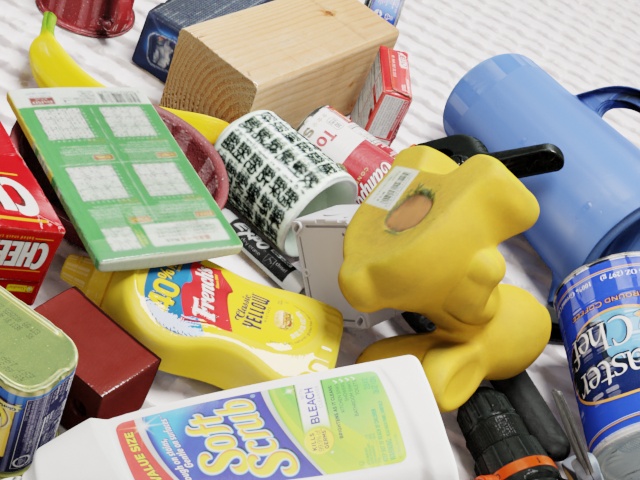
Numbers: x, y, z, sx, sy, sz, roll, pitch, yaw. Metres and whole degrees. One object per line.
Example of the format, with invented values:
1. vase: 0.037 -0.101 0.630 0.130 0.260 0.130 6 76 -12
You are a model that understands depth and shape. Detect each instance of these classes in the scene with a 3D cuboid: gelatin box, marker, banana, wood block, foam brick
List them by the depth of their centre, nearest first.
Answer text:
1. foam brick: -0.149 0.078 0.662 0.078 0.053 0.051 37 40 15
2. marker: -0.055 0.001 0.824 0.121 0.020 0.020 41 41 18
3. banana: -0.167 -0.116 0.866 0.198 0.037 0.069 33 78 7
4. wood block: -0.033 -0.153 0.952 0.091 0.090 0.205 40 41 19
5. gelatin box: 0.053 -0.118 0.958 0.030 0.089 0.073 15 40 -13

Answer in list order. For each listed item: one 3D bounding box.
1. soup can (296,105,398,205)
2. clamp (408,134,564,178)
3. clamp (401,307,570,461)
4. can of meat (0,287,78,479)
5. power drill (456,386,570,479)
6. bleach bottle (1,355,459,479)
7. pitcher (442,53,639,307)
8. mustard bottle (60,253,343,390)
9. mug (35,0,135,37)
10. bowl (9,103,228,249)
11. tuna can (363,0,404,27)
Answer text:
1. soup can: 0.027 -0.059 0.896 0.102 0.069 0.068 37 40 15
2. clamp: 0.116 -0.045 0.910 0.120 0.039 0.172 -42 26 -16
3. clamp: 0.134 0.061 0.843 0.210 0.036 0.164 38 40 11
4. can of meat: -0.193 0.077 0.614 0.102 0.084 0.057 33 40 10
5. power drill: 0.080 0.170 0.676 0.187 0.057 0.184 0 42 -27
6. bleach bottle: -0.057 0.133 0.593 0.250 0.068 0.102 -10 44 -6
7. pitcher: 0.221 -0.068 0.949 0.149 0.145 0.243 -14 47 -24
8. mustard bottle: -0.083 0.052 0.721 0.191 0.058 0.096 21 38 -4
9. mug: -0.200 -0.236 0.963 0.093 0.082 0.117 -6 48 -33
10. bowl: -0.152 -0.040 0.788 0.162 0.055 0.162 15 40 -13
11. tuna can: 0.059 -0.228 1.089 0.033 0.086 0.086 19 39 -6
